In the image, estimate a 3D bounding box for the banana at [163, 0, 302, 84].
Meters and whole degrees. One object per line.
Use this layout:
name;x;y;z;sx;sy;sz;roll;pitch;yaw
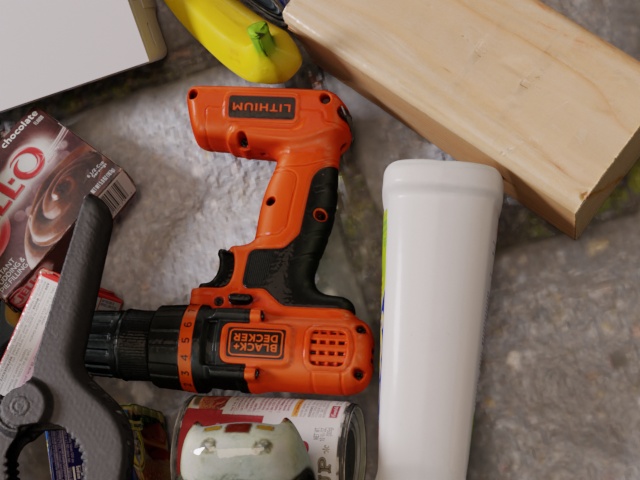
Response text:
banana;-0.059;-0.141;0.676;0.037;0.069;0.198;-34;39;-11

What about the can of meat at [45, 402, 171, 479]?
can of meat;-0.121;0.144;0.631;0.057;0.102;0.084;-14;74;5

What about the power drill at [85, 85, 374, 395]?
power drill;-0.054;0.001;0.651;0.184;0.057;0.187;3;74;7

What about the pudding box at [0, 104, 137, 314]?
pudding box;-0.189;-0.021;0.697;0.090;0.039;0.113;35;76;24

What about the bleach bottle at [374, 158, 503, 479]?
bleach bottle;0.060;0.088;0.597;0.068;0.102;0.251;4;80;7

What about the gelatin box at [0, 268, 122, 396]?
gelatin box;-0.166;0.067;0.670;0.030;0.073;0.089;21;85;16

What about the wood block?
wood block;0.091;-0.100;0.632;0.206;0.090;0.090;37;90;17

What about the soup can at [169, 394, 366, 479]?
soup can;-0.029;0.127;0.629;0.102;0.068;0.068;0;79;14

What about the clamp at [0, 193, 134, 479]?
clamp;-0.170;0.091;0.579;0.164;0.036;0.210;-18;74;-4
